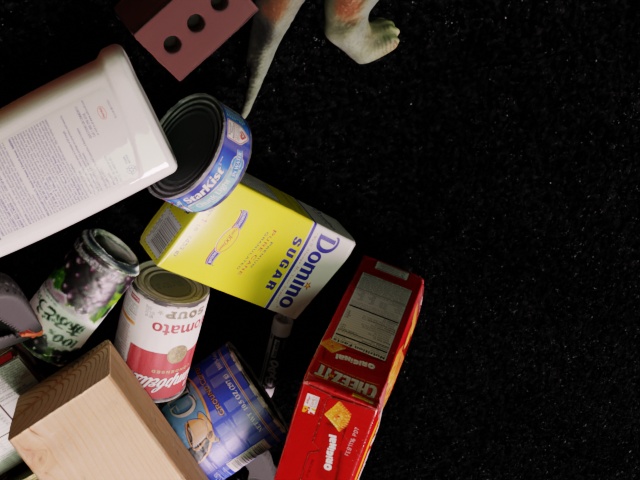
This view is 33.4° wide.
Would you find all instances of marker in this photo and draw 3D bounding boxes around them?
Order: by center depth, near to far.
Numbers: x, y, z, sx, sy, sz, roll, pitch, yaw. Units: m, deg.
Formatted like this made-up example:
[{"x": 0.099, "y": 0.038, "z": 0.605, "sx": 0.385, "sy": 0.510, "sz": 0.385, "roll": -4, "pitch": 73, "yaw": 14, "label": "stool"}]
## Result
[{"x": -0.047, "y": 0.122, "z": 1.017, "sx": 0.020, "sy": 0.020, "sz": 0.121, "roll": -3, "pitch": 125, "yaw": -28, "label": "marker"}]

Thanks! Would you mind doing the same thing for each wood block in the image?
[{"x": -0.149, "y": 0.196, "z": 0.854, "sx": 0.091, "sy": 0.090, "sz": 0.206, "roll": -33, "pitch": 107, "yaw": -2, "label": "wood block"}]

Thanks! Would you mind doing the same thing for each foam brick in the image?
[{"x": -0.095, "y": -0.162, "z": 0.746, "sx": 0.078, "sy": 0.051, "sz": 0.053, "roll": -42, "pitch": 134, "yaw": 5, "label": "foam brick"}]

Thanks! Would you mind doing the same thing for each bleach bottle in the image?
[{"x": -0.233, "y": -0.041, "z": 0.747, "sx": 0.251, "sy": 0.068, "sz": 0.102, "roll": -25, "pitch": 104, "yaw": -3, "label": "bleach bottle"}]

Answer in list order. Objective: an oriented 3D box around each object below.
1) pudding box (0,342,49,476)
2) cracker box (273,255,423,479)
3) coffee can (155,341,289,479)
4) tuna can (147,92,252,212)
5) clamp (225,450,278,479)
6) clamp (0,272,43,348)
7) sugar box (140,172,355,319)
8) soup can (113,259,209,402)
[{"x": -0.267, "y": 0.140, "z": 0.890, "sx": 0.090, "sy": 0.039, "sz": 0.113, "roll": -30, "pitch": 132, "yaw": -6, "label": "pudding box"}, {"x": 0.025, "y": 0.138, "z": 0.945, "sx": 0.072, "sy": 0.213, "sz": 0.164, "roll": 19, "pitch": 121, "yaw": 6, "label": "cracker box"}, {"x": -0.112, "y": 0.172, "z": 0.959, "sx": 0.140, "sy": 0.103, "sz": 0.102, "roll": -34, "pitch": 134, "yaw": -3, "label": "coffee can"}, {"x": -0.092, "y": -0.065, "z": 0.800, "sx": 0.033, "sy": 0.086, "sz": 0.086, "roll": 29, "pitch": 107, "yaw": -43, "label": "tuna can"}, {"x": -0.065, "y": 0.240, "z": 1.084, "sx": 0.120, "sy": 0.039, "sz": 0.171, "roll": -33, "pitch": 134, "yaw": -6, "label": "clamp"}, {"x": -0.266, "y": 0.048, "z": 0.730, "sx": 0.165, "sy": 0.036, "sz": 0.209, "roll": -43, "pitch": 157, "yaw": 26, "label": "clamp"}, {"x": -0.056, "y": 0.001, "z": 0.889, "sx": 0.176, "sy": 0.048, "sz": 0.093, "roll": 26, "pitch": 108, "yaw": -45, "label": "sugar box"}, {"x": -0.136, "y": 0.075, "z": 0.896, "sx": 0.068, "sy": 0.069, "sz": 0.102, "roll": 0, "pitch": 123, "yaw": -30, "label": "soup can"}]
